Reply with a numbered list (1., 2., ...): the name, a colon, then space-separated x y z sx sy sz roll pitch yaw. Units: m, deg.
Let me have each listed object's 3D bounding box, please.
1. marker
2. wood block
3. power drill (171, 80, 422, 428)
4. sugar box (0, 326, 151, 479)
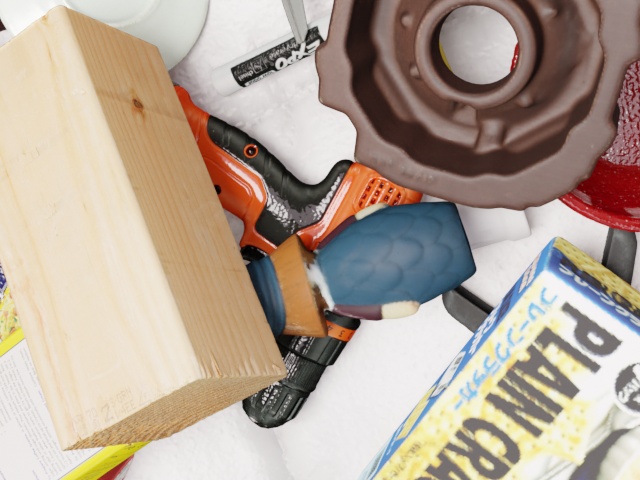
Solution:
1. marker: -0.013 -0.118 0.641 0.121 0.020 0.020 -21 93 26
2. wood block: -0.108 -0.005 0.562 0.090 0.090 0.206 -30 72 22
3. power drill: -0.054 0.001 0.657 0.187 0.057 0.184 29 93 0
4. sugar box: -0.182 0.117 0.622 0.176 0.048 0.093 -36 75 21
